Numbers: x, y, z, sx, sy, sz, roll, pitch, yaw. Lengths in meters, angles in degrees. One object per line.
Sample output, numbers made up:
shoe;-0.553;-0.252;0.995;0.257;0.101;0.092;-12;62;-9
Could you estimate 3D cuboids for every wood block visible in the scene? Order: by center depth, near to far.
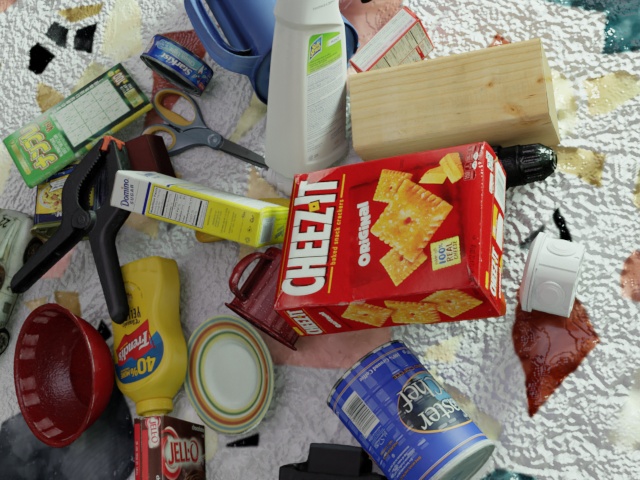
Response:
wood block;0.142;-0.140;1.140;0.206;0.090;0.090;-9;72;18

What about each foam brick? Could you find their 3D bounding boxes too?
foam brick;-0.206;-0.080;1.260;0.051;0.053;0.078;-20;85;14

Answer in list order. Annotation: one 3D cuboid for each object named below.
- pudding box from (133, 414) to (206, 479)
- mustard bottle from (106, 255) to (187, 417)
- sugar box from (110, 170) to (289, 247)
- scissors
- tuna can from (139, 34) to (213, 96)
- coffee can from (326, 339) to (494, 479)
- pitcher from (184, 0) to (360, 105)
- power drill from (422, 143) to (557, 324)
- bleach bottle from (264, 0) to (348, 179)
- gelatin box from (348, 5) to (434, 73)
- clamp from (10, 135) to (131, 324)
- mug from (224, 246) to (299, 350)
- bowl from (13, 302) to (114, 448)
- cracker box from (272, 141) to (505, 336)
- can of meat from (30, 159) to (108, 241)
pudding box;-0.158;0.235;1.127;0.039;0.113;0.090;-7;73;14
mustard bottle;-0.194;0.120;1.202;0.096;0.058;0.191;-21;69;31
sugar box;-0.129;-0.035;1.160;0.176;0.093;0.048;13;97;18
scissors;-0.142;-0.108;1.275;0.202;0.016;0.096;43;93;25
tuna can;-0.171;-0.209;1.277;0.086;0.086;0.034;29;84;25
coffee can;0.088;0.184;1.059;0.103;0.102;0.140;-43;65;4
pitcher;-0.076;-0.280;1.234;0.145;0.149;0.243;-36;63;7
power drill;0.152;-0.012;1.093;0.185;0.057;0.187;-10;56;25
bleach bottle;-0.009;-0.190;1.120;0.068;0.251;0.102;28;45;26
gelatin box;0.081;-0.209;1.192;0.089;0.073;0.030;-46;65;3
clamp;-0.255;-0.013;1.212;0.165;0.036;0.210;21;88;26
mug;-0.050;0.054;1.144;0.093;0.117;0.081;23;77;52
bowl;-0.282;0.150;1.210;0.162;0.055;0.162;0;90;43
cracker box;0.069;-0.001;1.046;0.214;0.072;0.164;-8;56;26
can of meat;-0.296;-0.048;1.291;0.102;0.057;0.084;-7;70;17
